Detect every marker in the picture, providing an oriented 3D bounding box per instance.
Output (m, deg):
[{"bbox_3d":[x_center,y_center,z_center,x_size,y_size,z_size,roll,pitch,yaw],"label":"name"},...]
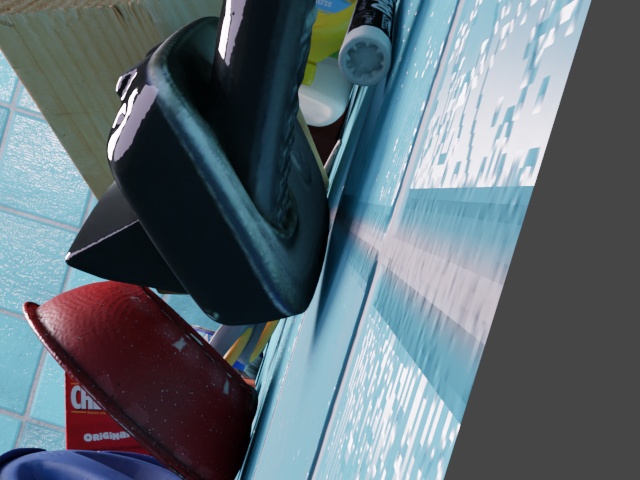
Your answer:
[{"bbox_3d":[0.021,-0.089,0.430,0.121,0.020,0.020,-77,5,-64],"label":"marker"}]

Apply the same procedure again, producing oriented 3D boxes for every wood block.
[{"bbox_3d":[-0.072,-0.067,0.545,0.206,0.091,0.090,67,-150,-48],"label":"wood block"}]

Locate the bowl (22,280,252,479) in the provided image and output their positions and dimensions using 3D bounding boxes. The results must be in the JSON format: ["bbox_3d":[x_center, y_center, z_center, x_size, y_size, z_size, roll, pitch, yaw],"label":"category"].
[{"bbox_3d":[-0.090,0.073,0.601,0.055,0.162,0.162,-46,0,-5],"label":"bowl"}]

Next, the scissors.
[{"bbox_3d":[-0.037,0.028,0.678,0.096,0.016,0.202,-44,-17,-38],"label":"scissors"}]
